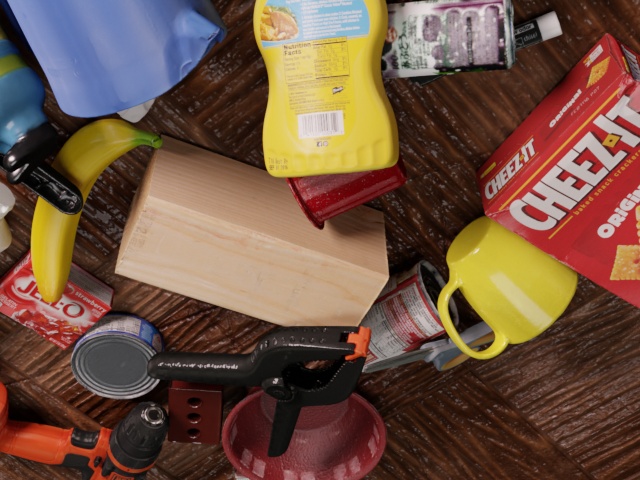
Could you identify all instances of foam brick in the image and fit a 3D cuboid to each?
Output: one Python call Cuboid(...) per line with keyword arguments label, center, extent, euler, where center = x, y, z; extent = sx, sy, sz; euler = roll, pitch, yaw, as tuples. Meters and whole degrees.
Cuboid(label="foam brick", center=(-0.121, 0.155, 1.040), extent=(0.053, 0.051, 0.078), euler=(3, 128, -3))

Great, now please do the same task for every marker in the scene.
Cuboid(label="marker", center=(0.126, -0.147, 0.829), extent=(0.121, 0.020, 0.020), euler=(-19, 126, 14))

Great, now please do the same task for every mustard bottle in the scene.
Cuboid(label="mustard bottle", center=(0.001, -0.144, 0.767), extent=(0.096, 0.058, 0.191), euler=(-4, 95, 16))

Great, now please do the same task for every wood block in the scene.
Cuboid(label="wood block", center=(-0.056, 0.001, 0.897), extent=(0.206, 0.091, 0.090), euler=(19, 126, -15))

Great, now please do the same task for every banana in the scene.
Cuboid(label="banana", center=(-0.203, -0.034, 0.887), extent=(0.037, 0.070, 0.198), euler=(-7, 142, -51))

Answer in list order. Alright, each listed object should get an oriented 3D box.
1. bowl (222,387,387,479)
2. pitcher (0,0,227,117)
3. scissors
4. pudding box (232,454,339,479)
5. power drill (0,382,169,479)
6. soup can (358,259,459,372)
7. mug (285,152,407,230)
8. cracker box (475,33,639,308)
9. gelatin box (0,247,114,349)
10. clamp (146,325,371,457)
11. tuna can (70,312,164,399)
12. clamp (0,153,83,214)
Cuboid(label="bowl", center=(-0.016, 0.179, 1.058), extent=(0.162, 0.055, 0.162), euler=(0, 128, 0))
Cuboid(label="pitcher", center=(-0.176, -0.214, 0.716), extent=(0.149, 0.145, 0.243), euler=(-23, 122, 2))
Cuboid(label="scissors", center=(0.097, 0.107, 0.963), extent=(0.201, 0.016, 0.096), euler=(-15, 157, -35))
Cuboid(label="pudding box", center=(-0.033, 0.266, 1.137), extent=(0.113, 0.039, 0.090), euler=(-1, 128, 2))
Cuboid(label="power drill", center=(-0.250, 0.189, 1.042), extent=(0.187, 0.057, 0.185), euler=(20, 140, -12))
Cuboid(label="soup can", center=(0.065, 0.070, 0.967), extent=(0.102, 0.068, 0.068), euler=(-29, 123, 21))
Cuboid(label="mug", center=(0.013, -0.078, 0.848), extent=(0.081, 0.093, 0.117), euler=(-24, 88, 11))
Cuboid(label="cracker box", center=(0.263, -0.042, 0.879), extent=(0.213, 0.072, 0.164), euler=(29, 122, -20))
Cuboid(label="gelatin box", center=(-0.245, 0.051, 0.972), extent=(0.089, 0.030, 0.073), euler=(37, 119, -26))
Cuboid(label="clamp", center=(-0.029, 0.127, 0.939), extent=(0.210, 0.036, 0.164), euler=(-22, 128, 34))
Cuboid(label="tuna can", center=(-0.192, 0.109, 1.016), extent=(0.086, 0.033, 0.086), euler=(0, 128, -1))
Cuboid(label="clamp", center=(-0.265, -0.074, 0.811), extent=(0.039, 0.120, 0.171), euler=(-40, 90, 24))
